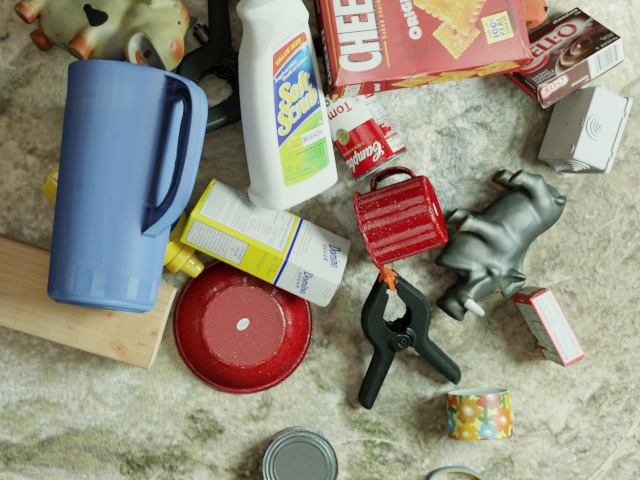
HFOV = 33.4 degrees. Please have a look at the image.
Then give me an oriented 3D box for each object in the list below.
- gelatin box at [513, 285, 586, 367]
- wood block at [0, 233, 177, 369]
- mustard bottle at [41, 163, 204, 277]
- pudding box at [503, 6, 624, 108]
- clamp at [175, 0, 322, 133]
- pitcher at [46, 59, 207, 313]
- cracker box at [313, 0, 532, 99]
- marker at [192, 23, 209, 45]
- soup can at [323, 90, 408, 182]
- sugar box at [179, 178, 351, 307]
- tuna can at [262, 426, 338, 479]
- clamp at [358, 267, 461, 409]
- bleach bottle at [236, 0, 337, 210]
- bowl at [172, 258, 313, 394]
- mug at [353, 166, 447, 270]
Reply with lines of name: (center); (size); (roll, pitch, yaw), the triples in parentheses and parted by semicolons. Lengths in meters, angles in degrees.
gelatin box: (0.259, 0.096, 1.206); (0.030, 0.073, 0.089); (-29, 92, -4)
wood block: (-0.270, 0.064, 1.161); (0.206, 0.091, 0.090); (17, 88, -4)
mustard bottle: (-0.205, -0.028, 1.172); (0.191, 0.058, 0.096); (42, 52, -9)
pudding box: (0.270, -0.207, 1.202); (0.113, 0.090, 0.039); (-29, 133, -6)
clamp: (-0.104, -0.203, 1.179); (0.164, 0.036, 0.209); (39, 68, 0)
pitcher: (-0.196, -0.052, 1.065); (0.145, 0.149, 0.243); (8, 85, -6)
cracker box: (0.103, -0.250, 1.138); (0.213, 0.072, 0.164); (-9, 85, -4)
marker: (-0.104, -0.196, 1.211); (0.020, 0.020, 0.121); (-38, 92, -4)
soup can: (0.044, -0.126, 1.195); (0.068, 0.068, 0.102); (-31, 91, -4)
sugar box: (-0.058, 0.002, 1.175); (0.176, 0.093, 0.048); (27, 122, -4)
tuna can: (-0.023, 0.254, 1.205); (0.086, 0.034, 0.086); (0, 89, -4)
clamp: (0.098, 0.108, 1.190); (0.120, 0.039, 0.171); (-10, 119, -13)
bleach bottle: (-0.048, -0.165, 1.129); (0.102, 0.068, 0.251); (-28, 122, -30)
bowl: (-0.086, 0.094, 1.192); (0.162, 0.055, 0.162); (0, 89, -4)
mug: (0.089, -0.032, 1.183); (0.081, 0.093, 0.117); (-18, 54, 13)
